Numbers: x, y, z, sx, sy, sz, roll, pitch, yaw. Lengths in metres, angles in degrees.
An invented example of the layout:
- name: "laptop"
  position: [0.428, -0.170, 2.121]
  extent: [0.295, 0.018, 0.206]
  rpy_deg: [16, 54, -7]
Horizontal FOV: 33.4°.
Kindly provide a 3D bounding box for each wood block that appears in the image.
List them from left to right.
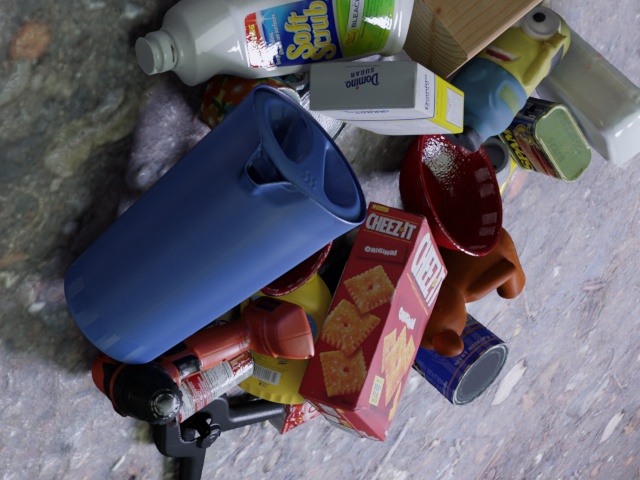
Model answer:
- name: "wood block"
  position: [0.166, -0.247, 0.989]
  extent: [0.206, 0.090, 0.091]
  rpy_deg: [-40, -178, -16]

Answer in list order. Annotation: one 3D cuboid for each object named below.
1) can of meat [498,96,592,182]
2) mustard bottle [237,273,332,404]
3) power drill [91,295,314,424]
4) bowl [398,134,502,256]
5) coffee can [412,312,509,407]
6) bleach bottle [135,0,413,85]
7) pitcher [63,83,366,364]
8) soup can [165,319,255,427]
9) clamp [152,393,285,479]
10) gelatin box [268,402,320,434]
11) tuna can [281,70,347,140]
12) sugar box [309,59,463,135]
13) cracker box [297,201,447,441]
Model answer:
- name: "can of meat"
  position: [0.259, -0.120, 1.242]
  extent: [0.057, 0.084, 0.102]
  rpy_deg: [-44, 119, -9]
- name: "mustard bottle"
  position: [-0.038, 0.080, 1.110]
  extent: [0.058, 0.096, 0.192]
  rpy_deg: [-58, 166, -53]
- name: "power drill"
  position: [-0.104, 0.107, 0.967]
  extent: [0.187, 0.185, 0.057]
  rpy_deg: [-17, 101, -23]
- name: "bowl"
  position: [0.135, -0.054, 1.172]
  extent: [0.055, 0.162, 0.161]
  rpy_deg: [-19, 168, 37]
- name: "coffee can"
  position: [0.156, 0.130, 1.365]
  extent: [0.102, 0.140, 0.103]
  rpy_deg: [-32, 145, -26]
- name: "bleach bottle"
  position: [-0.036, -0.173, 0.870]
  extent: [0.250, 0.068, 0.103]
  rpy_deg: [-23, 141, -32]
- name: "pitcher"
  position: [-0.087, -0.005, 0.875]
  extent: [0.243, 0.145, 0.149]
  rpy_deg: [-37, 131, 22]
- name: "soup can"
  position: [-0.125, 0.134, 1.083]
  extent: [0.102, 0.069, 0.068]
  rpy_deg: [-32, 145, -28]
- name: "clamp"
  position: [-0.123, 0.205, 1.193]
  extent: [0.164, 0.036, 0.210]
  rpy_deg: [-42, 148, -12]
- name: "gelatin box"
  position: [-0.021, 0.188, 1.310]
  extent: [0.073, 0.030, 0.089]
  rpy_deg: [-21, 139, -39]
- name: "tuna can"
  position: [-0.012, -0.120, 0.985]
  extent: [0.086, 0.034, 0.086]
  rpy_deg: [-32, 145, -26]
- name: "sugar box"
  position: [0.062, -0.124, 0.937]
  extent: [0.176, 0.093, 0.048]
  rpy_deg: [9, 83, -70]
- name: "cracker box"
  position: [0.062, 0.091, 1.123]
  extent: [0.164, 0.072, 0.213]
  rpy_deg: [57, 52, -64]
